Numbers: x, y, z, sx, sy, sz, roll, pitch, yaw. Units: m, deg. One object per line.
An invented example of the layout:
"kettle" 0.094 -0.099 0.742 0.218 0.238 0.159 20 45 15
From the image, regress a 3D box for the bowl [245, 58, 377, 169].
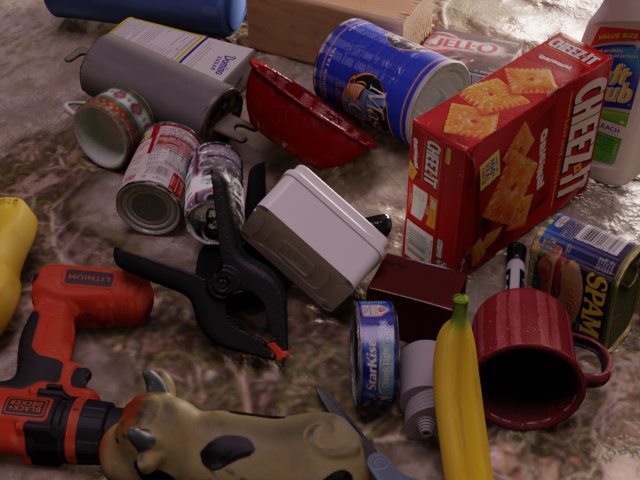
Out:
"bowl" -0.021 -0.121 1.105 0.162 0.055 0.162 34 10 -7

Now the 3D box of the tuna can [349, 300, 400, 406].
"tuna can" 0.043 0.091 0.866 0.033 0.086 0.086 -1 40 -3

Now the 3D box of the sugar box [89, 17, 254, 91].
"sugar box" -0.174 -0.207 1.253 0.176 0.048 0.093 20 46 18

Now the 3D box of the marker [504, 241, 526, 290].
"marker" 0.177 0.043 0.971 0.020 0.020 0.121 6 41 8

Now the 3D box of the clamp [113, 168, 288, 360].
"clamp" -0.094 0.038 0.910 0.120 0.039 0.171 -31 85 5

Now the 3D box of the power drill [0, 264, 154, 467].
"power drill" -0.194 0.103 0.881 0.184 0.057 0.187 6 40 3

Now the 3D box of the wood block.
"wood block" 0.022 -0.266 1.283 0.206 0.090 0.090 18 45 21

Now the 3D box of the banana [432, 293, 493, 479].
"banana" 0.104 0.142 0.783 0.037 0.069 0.198 -8 68 8

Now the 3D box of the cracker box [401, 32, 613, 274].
"cracker box" 0.175 -0.076 1.000 0.213 0.164 0.072 -32 51 -30

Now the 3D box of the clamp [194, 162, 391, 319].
"clamp" -0.057 0.001 1.012 0.165 0.036 0.209 29 49 31

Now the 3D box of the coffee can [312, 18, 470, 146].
"coffee can" 0.077 -0.170 1.158 0.140 0.103 0.102 31 50 32

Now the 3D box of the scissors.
"scissors" 0.066 0.176 0.820 0.096 0.016 0.202 -9 41 -11

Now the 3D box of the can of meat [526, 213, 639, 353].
"can of meat" 0.227 0.034 0.918 0.084 0.102 0.057 26 47 31

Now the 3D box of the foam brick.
"foam brick" 0.084 0.054 0.936 0.078 0.051 0.053 15 42 17

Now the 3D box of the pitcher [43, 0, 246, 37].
"pitcher" -0.214 -0.329 1.347 0.243 0.145 0.149 12 54 10

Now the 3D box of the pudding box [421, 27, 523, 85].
"pudding box" 0.170 -0.207 1.249 0.114 0.039 0.090 17 43 20

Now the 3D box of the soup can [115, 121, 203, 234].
"soup can" -0.159 -0.063 1.065 0.068 0.068 0.102 5 41 6

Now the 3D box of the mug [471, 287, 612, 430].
"mug" 0.175 0.093 0.860 0.117 0.093 0.081 2 36 6

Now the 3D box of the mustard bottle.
"mustard bottle" -0.310 0.045 0.945 0.096 0.058 0.191 -18 40 11
